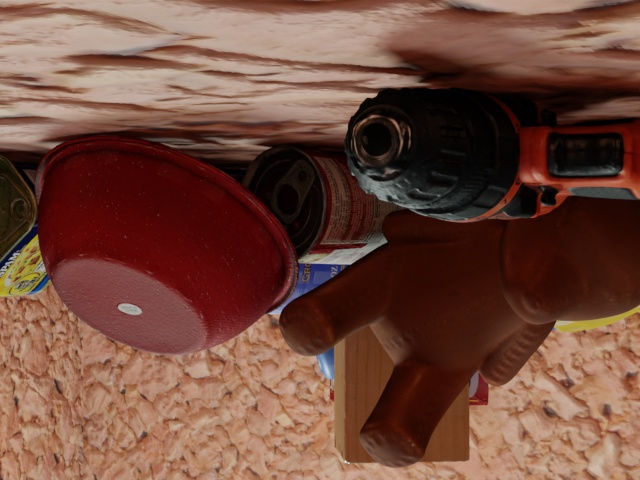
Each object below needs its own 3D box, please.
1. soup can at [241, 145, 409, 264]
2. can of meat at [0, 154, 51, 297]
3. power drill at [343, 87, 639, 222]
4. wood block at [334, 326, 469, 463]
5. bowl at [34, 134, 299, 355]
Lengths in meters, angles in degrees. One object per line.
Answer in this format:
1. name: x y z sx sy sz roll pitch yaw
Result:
1. soup can: 0.010 -0.020 0.643 0.069 0.068 0.102 -2 178 41
2. can of meat: -0.197 -0.006 0.686 0.102 0.057 0.083 -44 165 18
3. power drill: 0.121 -0.034 0.399 0.188 0.057 0.184 2 -177 28
4. wood block: 0.057 0.054 0.789 0.090 0.206 0.091 0 178 -4
5. bowl: -0.096 0.016 0.596 0.162 0.055 0.162 15 145 10
